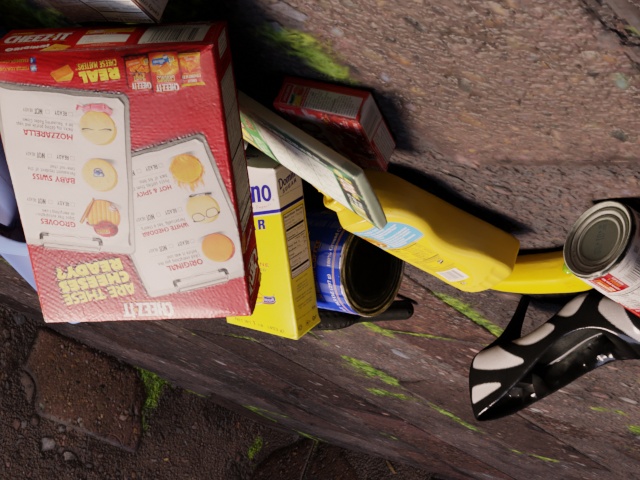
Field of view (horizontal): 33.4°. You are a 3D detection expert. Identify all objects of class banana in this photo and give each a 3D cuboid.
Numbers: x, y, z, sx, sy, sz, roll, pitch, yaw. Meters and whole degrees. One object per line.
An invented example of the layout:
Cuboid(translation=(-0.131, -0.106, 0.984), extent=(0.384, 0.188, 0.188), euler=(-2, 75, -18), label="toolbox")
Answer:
Cuboid(translation=(0.204, 0.026, 0.962), extent=(0.069, 0.037, 0.198), euler=(14, 170, -16), label="banana")

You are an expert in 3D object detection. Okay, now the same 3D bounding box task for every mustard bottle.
Cuboid(translation=(0.076, -0.017, 0.949), extent=(0.191, 0.058, 0.096), euler=(26, 163, -20), label="mustard bottle")

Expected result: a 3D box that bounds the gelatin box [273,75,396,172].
Cuboid(translation=(0.013, -0.089, 0.832), extent=(0.073, 0.030, 0.089), euler=(15, 163, 23), label="gelatin box")

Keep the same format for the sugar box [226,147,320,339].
Cuboid(translation=(-0.057, 0.001, 1.014), extent=(0.093, 0.048, 0.176), euler=(9, 121, 35), label="sugar box")

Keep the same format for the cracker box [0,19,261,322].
Cuboid(translation=(-0.137, -0.049, 0.781), extent=(0.164, 0.072, 0.214), euler=(-2, 118, 8), label="cracker box")

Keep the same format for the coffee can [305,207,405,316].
Cuboid(translation=(0.000, 0.018, 1.084), extent=(0.141, 0.103, 0.102), euler=(7, 160, 40), label="coffee can")

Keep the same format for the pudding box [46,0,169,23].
Cuboid(translation=(-0.164, -0.188, 0.707), extent=(0.090, 0.039, 0.113), euler=(8, 163, 36), label="pudding box")

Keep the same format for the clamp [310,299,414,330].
Cuboid(translation=(0.032, 0.089, 1.313), extent=(0.120, 0.039, 0.171), euler=(-2, -174, 34), label="clamp")
